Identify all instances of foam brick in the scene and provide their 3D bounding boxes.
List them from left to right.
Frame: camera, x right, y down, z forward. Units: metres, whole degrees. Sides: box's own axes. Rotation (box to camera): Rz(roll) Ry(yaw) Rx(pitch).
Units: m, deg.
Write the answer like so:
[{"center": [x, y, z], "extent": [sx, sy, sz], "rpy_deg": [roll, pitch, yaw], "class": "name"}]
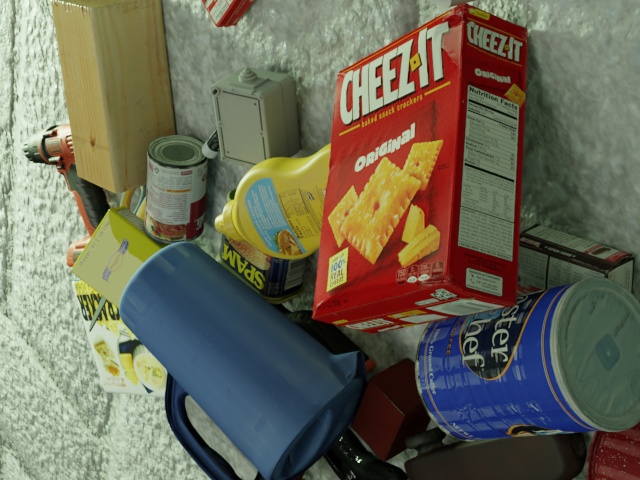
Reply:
[{"center": [0.071, 0.160, 1.009], "extent": [0.051, 0.052, 0.078], "rpy_deg": [45, 138, 28], "class": "foam brick"}]

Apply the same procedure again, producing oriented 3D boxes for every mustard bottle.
[{"center": [-0.022, -0.031, 0.977], "extent": [0.192, 0.058, 0.096], "rpy_deg": [-13, 113, 36], "class": "mustard bottle"}]

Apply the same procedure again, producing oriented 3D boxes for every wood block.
[{"center": [-0.227, -0.170, 1.189], "extent": [0.091, 0.090, 0.206], "rpy_deg": [23, 125, 44], "class": "wood block"}]

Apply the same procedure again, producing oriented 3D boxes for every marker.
[{"center": [-0.092, -0.121, 1.101], "extent": [0.020, 0.020, 0.121], "rpy_deg": [60, 143, 10], "class": "marker"}]

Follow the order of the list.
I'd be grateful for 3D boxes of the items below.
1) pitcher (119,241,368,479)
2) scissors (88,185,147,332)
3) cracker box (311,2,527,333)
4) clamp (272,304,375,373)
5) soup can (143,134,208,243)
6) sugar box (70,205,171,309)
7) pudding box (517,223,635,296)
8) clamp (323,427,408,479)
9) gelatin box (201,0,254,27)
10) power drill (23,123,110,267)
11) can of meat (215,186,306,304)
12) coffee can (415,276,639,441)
[{"center": [-0.087, 0.120, 1.036], "extent": [0.243, 0.149, 0.145], "rpy_deg": [40, 145, 21], "class": "pitcher"}, {"center": [-0.243, 0.007, 1.293], "extent": [0.202, 0.016, 0.096], "rpy_deg": [-53, 46, 19], "class": "scissors"}, {"center": [0.071, -0.048, 0.802], "extent": [0.164, 0.072, 0.213], "rpy_deg": [-18, 62, 54], "class": "cracker box"}, {"center": [-0.025, 0.116, 1.123], "extent": [0.210, 0.036, 0.164], "rpy_deg": [22, 134, 41], "class": "clamp"}, {"center": [-0.160, -0.057, 1.180], "extent": [0.069, 0.068, 0.102], "rpy_deg": [38, 134, 35], "class": "soup can"}, {"center": [-0.187, 0.049, 1.213], "extent": [0.176, 0.048, 0.093], "rpy_deg": [37, 105, 9], "class": "sugar box"}, {"center": [0.189, 0.054, 0.814], "extent": [0.090, 0.039, 0.113], "rpy_deg": [21, 127, 42], "class": "pudding box"}, {"center": [0.043, 0.230, 1.077], "extent": [0.172, 0.039, 0.120], "rpy_deg": [41, 146, 38], "class": "clamp"}, {"center": [-0.093, -0.260, 1.020], "extent": [0.089, 0.030, 0.073], "rpy_deg": [61, 142, 9], "class": "gelatin box"}, {"center": [-0.321, -0.060, 1.395], "extent": [0.185, 0.057, 0.187], "rpy_deg": [-1, 107, 52], "class": "power drill"}, {"center": [-0.057, 0.001, 1.089], "extent": [0.102, 0.057, 0.084], "rpy_deg": [37, 131, 35], "class": "can of meat"}, {"center": [0.151, 0.088, 0.759], "extent": [0.141, 0.102, 0.103], "rpy_deg": [-19, 93, 52], "class": "coffee can"}]
